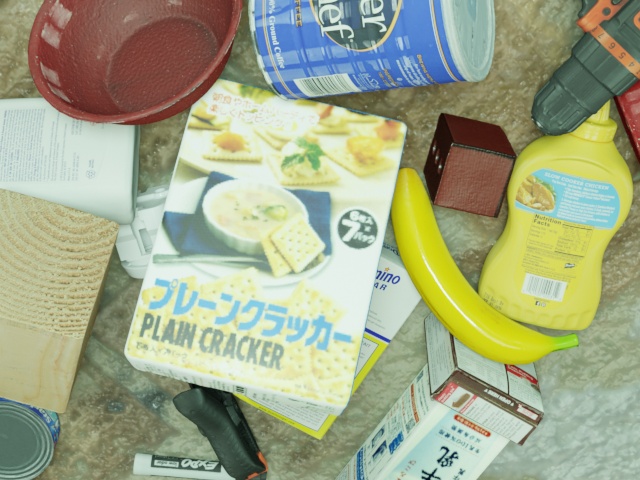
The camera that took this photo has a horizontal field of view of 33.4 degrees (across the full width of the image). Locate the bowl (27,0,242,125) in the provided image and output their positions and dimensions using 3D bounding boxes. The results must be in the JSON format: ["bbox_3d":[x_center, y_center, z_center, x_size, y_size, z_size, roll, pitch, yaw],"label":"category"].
[{"bbox_3d":[-0.124,-0.140,0.762,0.162,0.162,0.055,-19,151,8],"label":"bowl"}]

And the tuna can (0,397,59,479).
[{"bbox_3d":[-0.276,0.171,0.948,0.086,0.033,0.086,0,115,0],"label":"tuna can"}]

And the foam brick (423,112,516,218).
[{"bbox_3d":[0.113,-0.059,0.820,0.051,0.078,0.053,11,112,-5],"label":"foam brick"}]

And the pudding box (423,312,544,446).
[{"bbox_3d":[0.133,0.104,0.876,0.090,0.113,0.039,28,115,-12],"label":"pudding box"}]

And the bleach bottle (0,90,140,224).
[{"bbox_3d":[-0.263,-0.064,0.791,0.250,0.102,0.068,2,153,-6],"label":"bleach bottle"}]

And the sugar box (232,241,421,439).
[{"bbox_3d":[0.007,0.075,0.900,0.093,0.048,0.176,29,108,-14],"label":"sugar box"}]

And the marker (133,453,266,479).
[{"bbox_3d":[-0.109,0.210,0.975,0.121,0.020,0.020,6,115,-3],"label":"marker"}]

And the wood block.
[{"bbox_3d":[-0.215,0.053,0.801,0.090,0.090,0.206,17,154,-10],"label":"wood block"}]

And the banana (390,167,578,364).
[{"bbox_3d":[0.111,0.032,0.844,0.069,0.037,0.198,-42,84,-16],"label":"banana"}]

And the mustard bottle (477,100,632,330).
[{"bbox_3d":[0.193,-0.026,0.845,0.096,0.058,0.192,14,115,5],"label":"mustard bottle"}]

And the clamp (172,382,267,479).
[{"bbox_3d":[-0.091,0.138,0.912,0.039,0.120,0.171,-18,135,5],"label":"clamp"}]

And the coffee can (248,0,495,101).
[{"bbox_3d":[0.037,-0.152,0.722,0.140,0.102,0.103,-3,117,25],"label":"coffee can"}]
